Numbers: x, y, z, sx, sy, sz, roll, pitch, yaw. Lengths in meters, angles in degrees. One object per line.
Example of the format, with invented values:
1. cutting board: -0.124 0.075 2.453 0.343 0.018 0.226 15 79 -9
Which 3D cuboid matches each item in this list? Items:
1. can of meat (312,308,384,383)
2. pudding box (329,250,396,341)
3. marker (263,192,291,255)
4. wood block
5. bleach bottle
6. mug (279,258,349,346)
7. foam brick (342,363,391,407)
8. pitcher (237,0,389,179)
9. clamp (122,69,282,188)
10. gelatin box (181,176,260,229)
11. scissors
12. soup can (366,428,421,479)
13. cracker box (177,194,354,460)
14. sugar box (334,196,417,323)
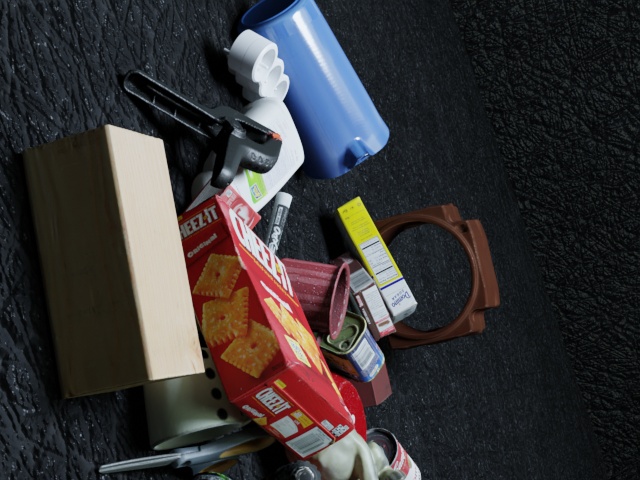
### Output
1. can of meat: 0.023 0.129 1.339 0.057 0.102 0.084 -55 141 -21
2. pudding box: 0.059 0.077 1.504 0.090 0.039 0.113 64 -4 -28
3. marker: -0.058 0.002 1.267 0.020 0.020 0.121 39 62 -59
4. wood block: -0.173 0.019 0.889 0.090 0.090 0.206 8 70 -69
5. bleach bottle: -0.092 -0.083 1.229 0.102 0.068 0.250 66 24 -15
6. mug: -0.018 0.077 1.268 0.093 0.081 0.117 62 39 -70
7. foam brick: 0.059 0.198 1.464 0.078 0.051 0.053 -11 88 -70
8. pitcher: -0.017 -0.216 1.456 0.242 0.149 0.144 60 39 -29
9. clamp: -0.096 -0.103 1.118 0.165 0.036 0.209 51 21 27
10. gelatin box: -0.110 -0.012 1.098 0.089 0.030 0.073 -52 143 -9
11. scissors: -0.129 0.204 0.967 0.201 0.096 0.016 -6 60 -40
12. soup can: 0.090 0.308 1.446 0.102 0.069 0.068 56 28 -46
13. cracker box: -0.057 0.082 1.017 0.164 0.072 0.214 51 11 -52
14. sugar box: 0.079 0.031 1.536 0.176 0.048 0.093 60 -5 11
